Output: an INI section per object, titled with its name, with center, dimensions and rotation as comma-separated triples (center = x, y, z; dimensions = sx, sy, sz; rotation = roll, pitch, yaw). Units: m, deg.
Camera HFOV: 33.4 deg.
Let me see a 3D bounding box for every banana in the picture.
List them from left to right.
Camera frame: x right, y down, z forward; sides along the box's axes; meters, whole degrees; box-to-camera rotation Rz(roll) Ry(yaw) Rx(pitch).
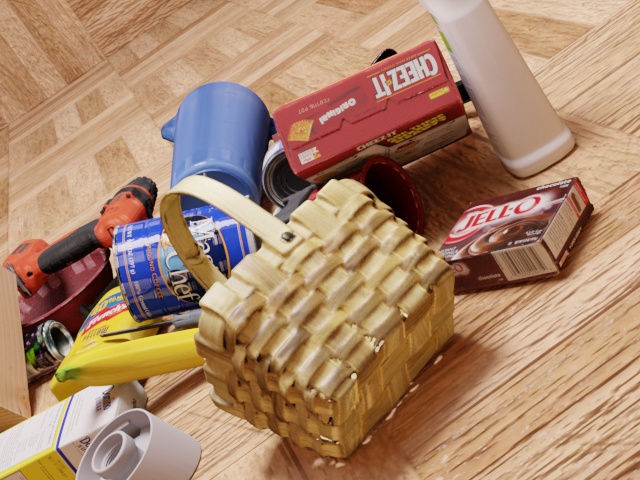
[banana]
center = -0.149, 0.110, 1.000
dimensions = 0.197, 0.037, 0.070
rotation = -11, 10, -16

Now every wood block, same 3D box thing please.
[wood block]
center = -0.395, 0.120, 1.195
dimensions = 0.090, 0.090, 0.206
rotation = -29, 52, 14

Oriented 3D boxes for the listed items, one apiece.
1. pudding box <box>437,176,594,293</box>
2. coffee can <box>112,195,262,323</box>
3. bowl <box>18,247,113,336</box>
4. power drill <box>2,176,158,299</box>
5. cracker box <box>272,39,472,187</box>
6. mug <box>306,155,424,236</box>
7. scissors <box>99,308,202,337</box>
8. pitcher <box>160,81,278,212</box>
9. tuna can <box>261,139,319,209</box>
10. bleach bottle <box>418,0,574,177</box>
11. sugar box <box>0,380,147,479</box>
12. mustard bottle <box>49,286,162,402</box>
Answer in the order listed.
[pudding box]
center = 0.156, -0.003, 0.876
dimensions = 0.114, 0.039, 0.090
rotation = -12, 30, 43
[coffee can]
center = -0.127, 0.019, 1.081
dimensions = 0.140, 0.103, 0.103
rotation = -13, 24, 3
[bowl]
center = -0.316, 0.077, 1.337
dimensions = 0.162, 0.055, 0.162
rotation = -28, 23, 13
[power drill]
center = -0.293, -0.009, 1.332
dimensions = 0.188, 0.057, 0.184
rotation = -29, 14, 13
[cracker box]
center = 0.058, -0.115, 1.044
dimensions = 0.164, 0.072, 0.213
rotation = -24, -7, 9
[mug]
center = 0.040, -0.013, 1.011
dimensions = 0.082, 0.093, 0.117
rotation = -22, 61, 38
[scissors]
center = -0.129, 0.077, 1.033
dimensions = 0.202, 0.016, 0.096
rotation = -12, -1, 4
[pitcher]
center = -0.118, -0.101, 1.359
dimensions = 0.149, 0.145, 0.243
rotation = -40, 23, 18
[tuna can]
center = -0.024, -0.075, 1.208
dimensions = 0.086, 0.086, 0.033
rotation = -27, 24, 15
[bleach bottle]
center = 0.143, -0.183, 0.982
dimensions = 0.068, 0.250, 0.102
rotation = -31, 22, 5
[sugar box]
center = -0.253, 0.196, 1.021
dimensions = 0.176, 0.048, 0.093
rotation = -25, 24, 10
[mustard bottle]
center = -0.220, 0.100, 1.155
dimensions = 0.096, 0.058, 0.191
rotation = -24, 24, 19
